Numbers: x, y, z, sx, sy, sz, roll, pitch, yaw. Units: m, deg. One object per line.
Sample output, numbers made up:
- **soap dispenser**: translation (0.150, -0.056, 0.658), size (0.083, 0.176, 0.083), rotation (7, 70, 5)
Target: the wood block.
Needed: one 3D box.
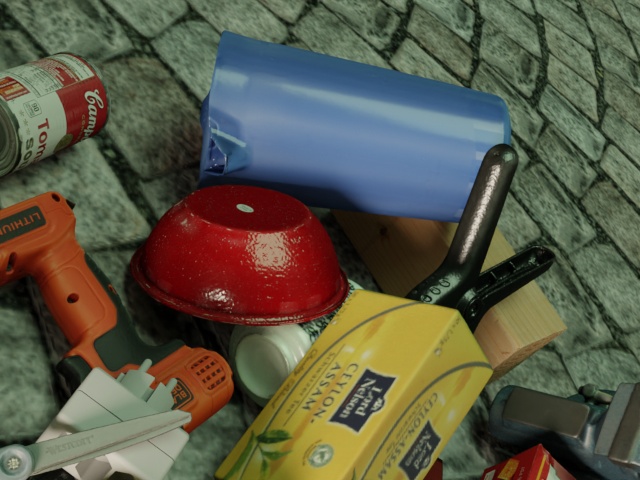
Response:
- **wood block**: translation (0.113, 0.025, 0.959), size (0.090, 0.091, 0.206), rotation (-12, 64, -50)

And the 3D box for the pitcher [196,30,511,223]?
- **pitcher**: translation (0.024, -0.090, 0.873), size (0.242, 0.145, 0.149), rotation (9, 76, -5)

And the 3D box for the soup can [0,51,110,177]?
- **soup can**: translation (-0.208, -0.092, 0.767), size (0.068, 0.069, 0.102), rotation (47, 35, 3)

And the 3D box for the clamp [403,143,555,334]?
- **clamp**: translation (0.111, 0.046, 0.831), size (0.036, 0.210, 0.164), rotation (29, -8, 37)

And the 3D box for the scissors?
- **scissors**: translation (-0.170, 0.099, 0.531), size (0.201, 0.016, 0.096), rotation (-29, 84, -30)

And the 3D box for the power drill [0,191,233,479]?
- **power drill**: translation (-0.164, 0.070, 0.663), size (0.188, 0.057, 0.184), rotation (51, 38, 6)

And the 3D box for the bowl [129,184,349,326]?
- **bowl**: translation (-0.055, 0.001, 0.774), size (0.162, 0.055, 0.162), rotation (7, 23, -3)
